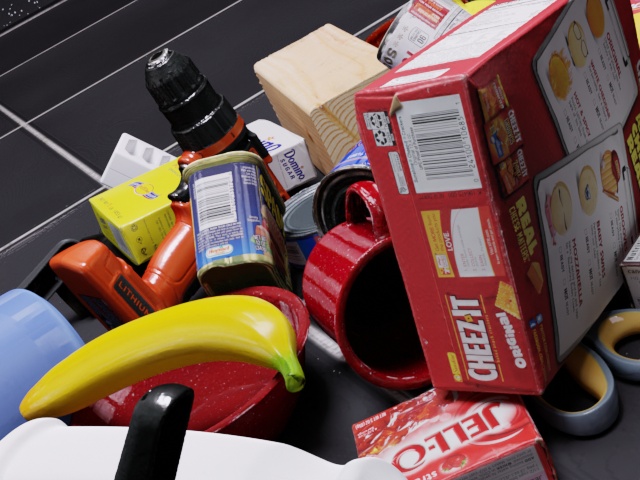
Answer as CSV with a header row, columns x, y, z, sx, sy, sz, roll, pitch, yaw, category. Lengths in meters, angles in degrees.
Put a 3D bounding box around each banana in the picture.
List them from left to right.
x,y,z,sx,sy,sz,roll,pitch,yaw,category
-0.089,0.066,0.620,0.198,0.037,0.069,-13,27,28,banana

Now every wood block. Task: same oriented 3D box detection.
x,y,z,sx,sy,sz,roll,pitch,yaw,category
0.018,-0.120,0.951,0.090,0.091,0.206,-29,25,-5,wood block

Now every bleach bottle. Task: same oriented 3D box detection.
x,y,z,sx,sy,sz,roll,pitch,yaw,category
-0.048,0.131,0.507,0.251,0.102,0.068,-10,22,34,bleach bottle

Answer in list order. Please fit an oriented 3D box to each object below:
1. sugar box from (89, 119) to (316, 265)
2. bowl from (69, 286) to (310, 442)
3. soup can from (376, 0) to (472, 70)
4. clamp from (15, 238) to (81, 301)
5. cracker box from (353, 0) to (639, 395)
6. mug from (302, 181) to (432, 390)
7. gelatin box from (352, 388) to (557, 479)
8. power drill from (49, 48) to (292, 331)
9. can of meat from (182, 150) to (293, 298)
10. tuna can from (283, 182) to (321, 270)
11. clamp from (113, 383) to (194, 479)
x,y,z,sx,sy,sz,roll,pitch,yaw,category
-0.101,-0.046,0.920,0.176,0.048,0.093,-30,29,-17,sugar box
-0.070,0.097,0.652,0.162,0.055,0.162,-22,25,10,bowl
0.102,-0.135,0.796,0.068,0.102,0.068,-53,-7,-9,soup can
-0.257,0.081,0.868,0.172,0.039,0.120,-36,31,21,clamp
0.114,-0.042,0.578,0.072,0.164,0.213,-3,24,37,cracker box
0.036,0.021,0.633,0.093,0.117,0.082,-20,18,-14,mug
0.065,0.105,0.536,0.089,0.030,0.073,-25,25,5,gelatin box
-0.113,-0.024,0.805,0.057,0.184,0.187,5,49,50,power drill
-0.055,0.001,0.743,0.057,0.102,0.084,-12,62,7,can of meat
0.006,-0.014,0.823,0.086,0.033,0.086,-22,25,10,tuna can
-0.086,0.150,0.474,0.210,0.164,0.036,-19,9,38,clamp
